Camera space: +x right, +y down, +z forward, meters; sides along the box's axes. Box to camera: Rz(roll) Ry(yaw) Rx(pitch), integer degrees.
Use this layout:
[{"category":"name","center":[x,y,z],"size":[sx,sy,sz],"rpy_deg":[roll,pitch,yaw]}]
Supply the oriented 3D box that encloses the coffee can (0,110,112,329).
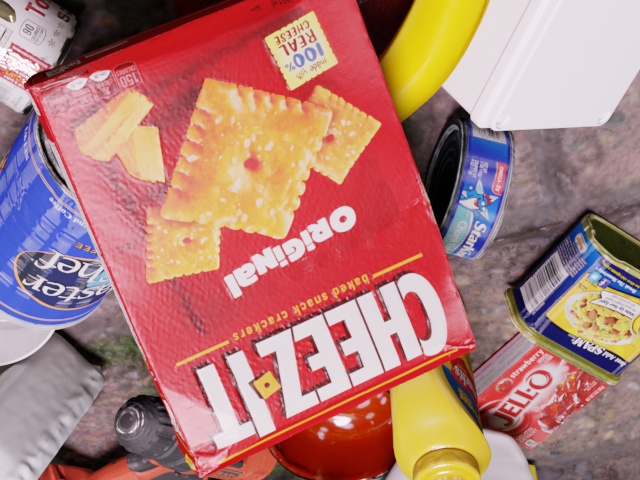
[{"category":"coffee can","center":[-0.147,-0.021,0.641],"size":[0.102,0.102,0.141],"rpy_deg":[29,138,-20]}]

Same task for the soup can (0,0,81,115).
[{"category":"soup can","center":[-0.197,-0.125,0.607],"size":[0.102,0.068,0.069],"rpy_deg":[30,121,-21]}]

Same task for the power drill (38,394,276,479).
[{"category":"power drill","center":[-0.146,0.169,0.794],"size":[0.188,0.057,0.184],"rpy_deg":[-21,153,19]}]

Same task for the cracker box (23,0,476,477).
[{"category":"cracker box","center":[-0.032,-0.012,0.546],"size":[0.164,0.072,0.213],"rpy_deg":[-23,103,-11]}]

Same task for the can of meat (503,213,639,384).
[{"category":"can of meat","center":[0.194,0.040,0.738],"size":[0.102,0.057,0.084],"rpy_deg":[28,119,-20]}]

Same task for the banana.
[{"category":"banana","center":[0.055,-0.132,0.555],"size":[0.070,0.037,0.198],"rpy_deg":[21,126,16]}]

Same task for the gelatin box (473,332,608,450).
[{"category":"gelatin box","center":[0.159,0.112,0.807],"size":[0.073,0.030,0.089],"rpy_deg":[31,121,-21]}]

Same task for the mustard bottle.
[{"category":"mustard bottle","center":[0.075,0.102,0.699],"size":[0.058,0.191,0.096],"rpy_deg":[-19,125,13]}]

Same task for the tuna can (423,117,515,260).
[{"category":"tuna can","center":[0.089,-0.033,0.665],"size":[0.033,0.086,0.086],"rpy_deg":[13,125,-8]}]
